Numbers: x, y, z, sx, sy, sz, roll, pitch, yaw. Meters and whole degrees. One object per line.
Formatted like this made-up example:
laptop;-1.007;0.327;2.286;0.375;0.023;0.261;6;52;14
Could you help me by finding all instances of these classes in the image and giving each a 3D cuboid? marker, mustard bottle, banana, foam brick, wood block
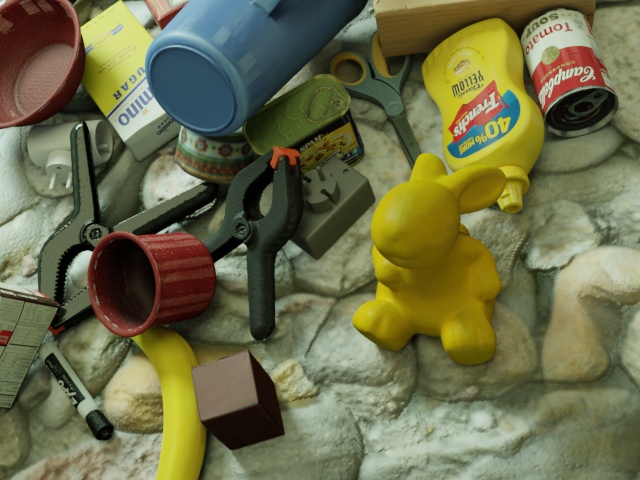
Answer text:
marker;-0.224;0.138;0.977;0.020;0.020;0.121;-39;57;-8
mustard bottle;0.155;-0.107;0.982;0.096;0.058;0.191;-28;54;28
banana;-0.130;0.147;0.937;0.070;0.037;0.198;-34;52;21
foam brick;-0.069;0.135;0.898;0.053;0.078;0.051;-18;58;6
wood block;0.155;-0.247;1.031;0.206;0.090;0.091;-6;72;8

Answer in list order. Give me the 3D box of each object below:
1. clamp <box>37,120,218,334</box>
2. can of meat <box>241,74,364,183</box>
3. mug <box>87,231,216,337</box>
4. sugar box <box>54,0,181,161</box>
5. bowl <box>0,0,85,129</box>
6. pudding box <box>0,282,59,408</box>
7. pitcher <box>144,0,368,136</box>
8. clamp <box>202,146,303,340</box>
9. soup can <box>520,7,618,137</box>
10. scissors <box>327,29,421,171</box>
clamp;-0.202;-0.002;1.035;0.165;0.036;0.210;17;75;11
can of meat;-0.013;-0.096;1.015;0.102;0.084;0.057;-31;56;-3
mug;-0.157;0.034;0.964;0.117;0.081;0.093;11;101;36
sugar box;-0.204;-0.174;1.141;0.093;0.048;0.176;-37;56;-6
bowl;-0.304;-0.180;1.126;0.162;0.055;0.162;-10;67;23
pudding box;-0.296;0.095;0.964;0.039;0.090;0.113;27;91;25
pitcher;-0.054;-0.211;1.002;0.145;0.149;0.242;10;44;27
clamp;-0.056;0.001;0.960;0.120;0.039;0.172;41;115;21
soup can;0.229;-0.157;0.989;0.068;0.068;0.102;-14;57;8
scissors;0.055;-0.130;1.056;0.096;0.016;0.201;-8;58;14
